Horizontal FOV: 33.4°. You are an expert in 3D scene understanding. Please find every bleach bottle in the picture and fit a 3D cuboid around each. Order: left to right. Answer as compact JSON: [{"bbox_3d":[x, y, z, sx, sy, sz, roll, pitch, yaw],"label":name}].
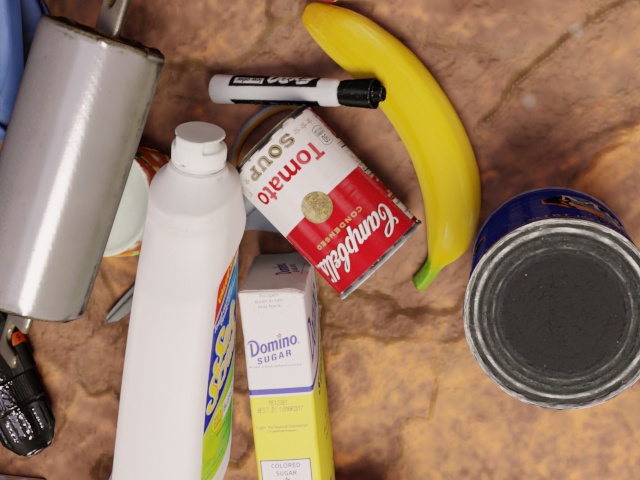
[{"bbox_3d":[-0.084,0.051,0.645,0.068,0.102,0.251,13,120,8],"label":"bleach bottle"}]

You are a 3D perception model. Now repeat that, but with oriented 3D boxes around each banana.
[{"bbox_3d":[0.054,-0.066,0.668,0.070,0.037,0.198,-21,95,13],"label":"banana"}]

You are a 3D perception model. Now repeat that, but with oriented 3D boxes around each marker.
[{"bbox_3d":[-0.015,-0.093,0.666,0.121,0.020,0.020,6,101,28],"label":"marker"}]

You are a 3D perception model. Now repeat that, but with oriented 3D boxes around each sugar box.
[{"bbox_3d":[-0.018,0.103,0.675,0.048,0.093,0.176,-2,103,4],"label":"sugar box"}]

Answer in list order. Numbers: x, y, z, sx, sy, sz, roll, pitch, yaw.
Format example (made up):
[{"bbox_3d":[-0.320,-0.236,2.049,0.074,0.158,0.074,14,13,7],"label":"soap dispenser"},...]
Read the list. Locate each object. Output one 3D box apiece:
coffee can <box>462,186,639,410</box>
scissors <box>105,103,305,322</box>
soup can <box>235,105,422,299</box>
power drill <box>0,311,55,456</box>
[{"bbox_3d":[0.136,0.027,0.616,0.103,0.140,0.103,2,100,10],"label":"coffee can"},{"bbox_3d":[-0.055,0.001,0.710,0.096,0.016,0.202,35,104,3],"label":"scissors"},{"bbox_3d":[0.003,-0.024,0.652,0.068,0.068,0.102,-44,89,14],"label":"soup can"},{"bbox_3d":[-0.233,0.064,0.667,0.057,0.187,0.184,-28,91,-3],"label":"power drill"}]
